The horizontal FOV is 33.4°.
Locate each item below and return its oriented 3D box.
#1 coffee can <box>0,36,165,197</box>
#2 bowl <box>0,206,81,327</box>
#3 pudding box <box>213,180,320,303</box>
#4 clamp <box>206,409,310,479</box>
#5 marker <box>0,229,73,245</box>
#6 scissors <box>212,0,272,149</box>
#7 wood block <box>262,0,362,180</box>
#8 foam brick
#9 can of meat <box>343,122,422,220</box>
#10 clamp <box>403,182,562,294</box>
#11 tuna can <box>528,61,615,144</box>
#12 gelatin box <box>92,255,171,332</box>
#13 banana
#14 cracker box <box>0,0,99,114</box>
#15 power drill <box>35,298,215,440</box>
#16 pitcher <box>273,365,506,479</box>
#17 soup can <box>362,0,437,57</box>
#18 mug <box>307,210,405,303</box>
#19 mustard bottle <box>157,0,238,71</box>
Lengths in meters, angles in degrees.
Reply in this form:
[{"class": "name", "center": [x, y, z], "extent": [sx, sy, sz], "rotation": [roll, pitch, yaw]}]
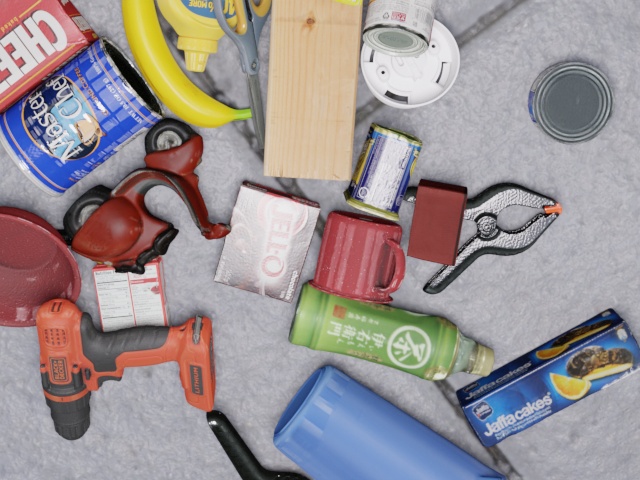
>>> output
[{"class": "coffee can", "center": [-0.245, -0.126, 1.092], "extent": [0.140, 0.103, 0.103], "rotation": [-36, 100, 7]}, {"class": "bowl", "center": [-0.329, 0.017, 1.129], "extent": [0.162, 0.055, 0.162], "rotation": [1, 131, 1]}, {"class": "pudding box", "center": [-0.058, 0.001, 1.151], "extent": [0.090, 0.039, 0.113], "rotation": [16, 102, -4]}, {"class": "clamp", "center": [-0.069, 0.281, 1.204], "extent": [0.210, 0.036, 0.165], "rotation": [19, 116, -7]}, {"class": "marker", "center": [-0.324, -0.005, 1.160], "extent": [0.121, 0.020, 0.020], "rotation": [2, 102, -1]}, {"class": "scissors", "center": [-0.064, -0.200, 1.104], "extent": [0.016, 0.096, 0.201], "rotation": [15, 142, 31]}, {"class": "wood block", "center": [-0.007, -0.171, 1.089], "extent": [0.091, 0.090, 0.206], "rotation": [4, 102, 0]}, {"class": "foam brick", "center": [0.121, -0.020, 1.109], "extent": [0.051, 0.053, 0.078], "rotation": [9, 102, 6]}, {"class": "can of meat", "center": [0.065, -0.074, 1.105], "extent": [0.057, 0.102, 0.084], "rotation": [18, 99, -4]}, {"class": "clamp", "center": [0.169, -0.024, 1.148], "extent": [0.171, 0.039, 0.120], "rotation": [-23, 104, 5]}, {"class": "tuna can", "center": [0.263, -0.145, 1.123], "extent": [0.086, 0.034, 0.086], "rotation": [0, 102, 0]}, {"class": "gelatin box", "center": [-0.205, 0.064, 1.170], "extent": [0.073, 0.030, 0.089], "rotation": [-6, 104, 2]}, {"class": "banana", "center": [-0.157, -0.187, 1.115], "extent": [0.069, 0.037, 0.197], "rotation": [-43, 104, -22]}, {"class": "cracker box", "center": [-0.358, -0.241, 1.083], "extent": [0.164, 0.072, 0.213], "rotation": [-36, 101, 8]}, {"class": "power drill", "center": [-0.209, 0.145, 1.155], "extent": [0.187, 0.057, 0.184], "rotation": [0, 125, -2]}, {"class": "pitcher", "center": [0.067, 0.252, 1.169], "extent": [0.243, 0.145, 0.149], "rotation": [36, 88, -4]}, {"class": "soup can", "center": [0.083, -0.241, 1.054], "extent": [0.068, 0.068, 0.102], "rotation": [12, 77, -3]}, {"class": "mug", "center": [0.047, 0.018, 1.121], "extent": [0.093, 0.117, 0.081], "rotation": [7, 99, -36]}, {"class": "mustard bottle", "center": [-0.117, -0.267, 1.073], "extent": [0.096, 0.058, 0.192], "rotation": [0, 103, -36]}]
